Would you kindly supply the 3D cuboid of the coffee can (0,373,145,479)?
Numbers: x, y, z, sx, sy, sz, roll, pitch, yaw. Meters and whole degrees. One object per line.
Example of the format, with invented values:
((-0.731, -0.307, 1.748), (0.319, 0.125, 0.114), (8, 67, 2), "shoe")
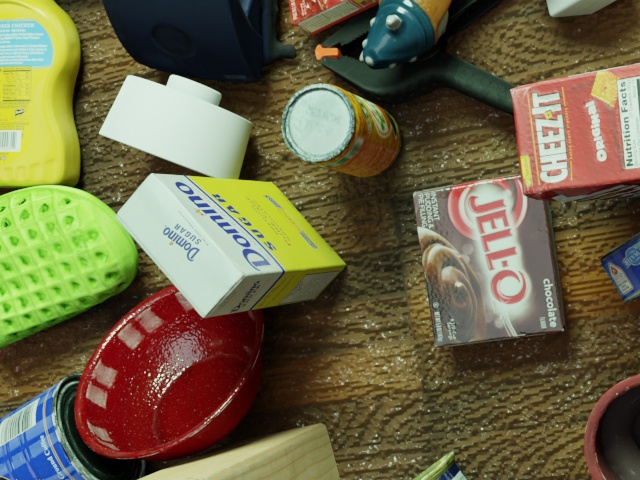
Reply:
((-0.223, 0.182, 0.836), (0.140, 0.102, 0.103), (-32, 79, 17), "coffee can")

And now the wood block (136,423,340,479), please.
((-0.060, 0.189, 0.720), (0.091, 0.205, 0.090), (-15, 85, 19), "wood block")

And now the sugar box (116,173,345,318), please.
((-0.054, 0.001, 0.734), (0.048, 0.176, 0.093), (-47, 75, 14), "sugar box")

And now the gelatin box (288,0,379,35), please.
((0.010, -0.204, 0.772), (0.073, 0.030, 0.089), (-19, 70, 31), "gelatin box")

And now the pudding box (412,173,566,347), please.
((0.118, 0.014, 0.743), (0.090, 0.039, 0.113), (-10, 87, 20), "pudding box")

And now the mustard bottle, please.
((-0.242, -0.139, 0.867), (0.096, 0.058, 0.191), (1, 91, 19), "mustard bottle")

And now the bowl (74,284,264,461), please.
((-0.101, 0.105, 0.791), (0.162, 0.055, 0.162), (-21, 40, 18), "bowl")

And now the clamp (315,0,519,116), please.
((0.081, -0.129, 0.753), (0.172, 0.039, 0.120), (-13, 66, 23), "clamp")
